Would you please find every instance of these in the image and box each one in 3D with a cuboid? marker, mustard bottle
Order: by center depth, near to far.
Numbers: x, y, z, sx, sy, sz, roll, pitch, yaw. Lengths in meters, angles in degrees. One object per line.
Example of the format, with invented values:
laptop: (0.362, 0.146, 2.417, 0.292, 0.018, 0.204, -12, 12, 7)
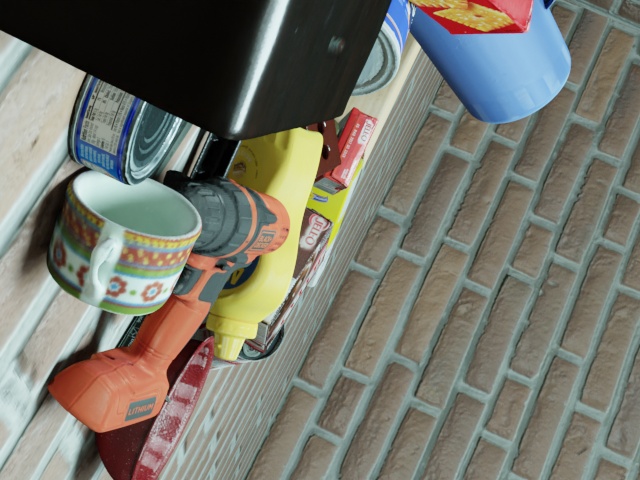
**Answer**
mustard bottle: (-0.056, 0.001, 0.855, 0.058, 0.096, 0.191, 12, 89, -40)
marker: (-0.137, 0.058, 0.873, 0.020, 0.020, 0.121, 104, 12, -61)

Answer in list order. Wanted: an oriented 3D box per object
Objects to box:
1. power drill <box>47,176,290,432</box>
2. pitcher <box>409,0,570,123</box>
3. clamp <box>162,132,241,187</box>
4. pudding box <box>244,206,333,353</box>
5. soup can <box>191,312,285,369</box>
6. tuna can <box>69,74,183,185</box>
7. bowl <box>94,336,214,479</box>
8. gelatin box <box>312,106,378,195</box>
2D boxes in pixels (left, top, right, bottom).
power drill: (-0.102, 0.040, 0.722, 0.188, 0.057, 0.184, -52, 166, 9)
pitcher: (0.135, -0.223, 0.931, 0.145, 0.149, 0.242, -48, 127, -10)
clamp: (-0.095, -0.026, 0.810, 0.120, 0.039, 0.172, -54, 173, -40)
pudding box: (-0.033, 0.035, 0.944, 0.113, 0.039, 0.090, -55, 171, -22)
soup can: (-0.087, 0.087, 1.022, 0.102, 0.068, 0.068, -21, -144, 58)
tuna can: (-0.100, -0.074, 0.581, 0.086, 0.034, 0.086, 26, 89, -84)
bowl: (-0.151, 0.147, 0.935, 0.162, 0.055, 0.162, 26, 89, -84)
gelatin box: (0.023, -0.085, 1.039, 0.073, 0.030, 0.089, -65, -173, -6)
